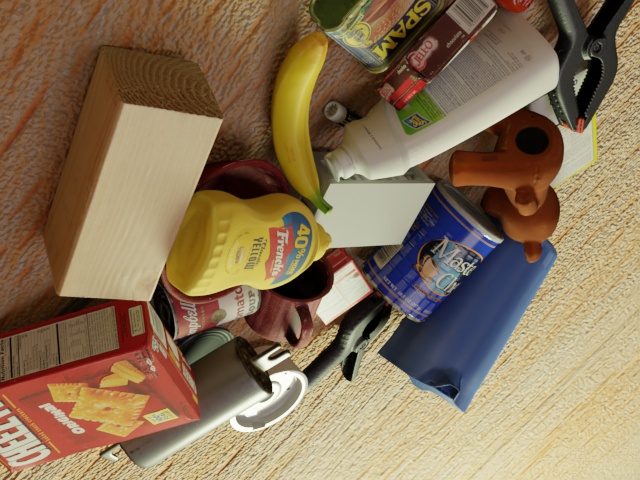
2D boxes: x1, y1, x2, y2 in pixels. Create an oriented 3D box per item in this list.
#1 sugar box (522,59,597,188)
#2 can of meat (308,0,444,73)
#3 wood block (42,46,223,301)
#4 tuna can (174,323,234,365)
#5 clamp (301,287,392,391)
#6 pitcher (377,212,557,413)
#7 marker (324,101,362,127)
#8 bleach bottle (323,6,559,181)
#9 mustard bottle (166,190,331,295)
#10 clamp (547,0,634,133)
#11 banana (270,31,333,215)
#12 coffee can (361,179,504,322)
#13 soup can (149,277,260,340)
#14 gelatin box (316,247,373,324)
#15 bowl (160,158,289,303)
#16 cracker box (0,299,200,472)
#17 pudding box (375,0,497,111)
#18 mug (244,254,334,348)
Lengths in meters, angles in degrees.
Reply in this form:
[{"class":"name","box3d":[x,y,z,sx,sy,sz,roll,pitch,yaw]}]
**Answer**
[{"class":"sugar box","box3d":[0.281,-0.140,1.277,0.093,0.048,0.176,-32,141,-8]},{"class":"can of meat","box3d":[0.050,-0.217,0.980,0.102,0.057,0.083,-46,142,13]},{"class":"wood block","box3d":[-0.169,-0.054,0.934,0.090,0.090,0.206,5,128,-30]},{"class":"tuna can","box3d":[-0.143,0.121,1.213,0.086,0.034,0.086,-23,143,-19]},{"class":"clamp","box3d":[0.046,0.129,1.384,0.172,0.039,0.120,-51,159,16]},{"class":"pitcher","box3d":[0.187,0.084,1.358,0.243,0.149,0.145,-55,151,-3]},{"class":"marker","box3d":[0.046,-0.117,1.120,0.020,0.020,0.120,-48,143,15]},{"class":"bleach bottle","box3d":[0.113,-0.139,1.084,0.250,0.103,0.068,-30,147,-9]},{"class":"mustard bottle","box3d":[-0.056,0.001,1.027,0.191,0.058,0.096,-1,116,-50]},{"class":"clamp","box3d":[0.298,-0.222,1.164,0.164,0.036,0.210,-18,123,-23]},{"class":"banana","box3d":[-0.018,-0.117,1.026,0.037,0.070,0.198,-50,147,-42]},{"class":"coffee can","box3d":[0.133,0.013,1.270,0.140,0.103,0.102,-48,144,14]},{"class":"soup can","box3d":[-0.123,0.060,1.133,0.102,0.069,0.068,-17,140,-27]},{"class":"gelatin box","box3d":[0.015,0.054,1.278,0.073,0.030,0.089,-36,145,0]},{"class":"bowl","box3d":[-0.107,-0.019,1.051,0.161,0.055,0.162,-31,140,-30]},{"class":"cracker box","box3d":[-0.247,0.149,1.072,0.213,0.072,0.164,-17,143,2]},{"class":"pudding box","box3d":[0.109,-0.184,1.021,0.113,0.039,0.090,-47,-176,-18]},{"class":"mug","box3d":[-0.035,0.067,1.179,0.093,0.117,0.082,-6,140,-26]}]
